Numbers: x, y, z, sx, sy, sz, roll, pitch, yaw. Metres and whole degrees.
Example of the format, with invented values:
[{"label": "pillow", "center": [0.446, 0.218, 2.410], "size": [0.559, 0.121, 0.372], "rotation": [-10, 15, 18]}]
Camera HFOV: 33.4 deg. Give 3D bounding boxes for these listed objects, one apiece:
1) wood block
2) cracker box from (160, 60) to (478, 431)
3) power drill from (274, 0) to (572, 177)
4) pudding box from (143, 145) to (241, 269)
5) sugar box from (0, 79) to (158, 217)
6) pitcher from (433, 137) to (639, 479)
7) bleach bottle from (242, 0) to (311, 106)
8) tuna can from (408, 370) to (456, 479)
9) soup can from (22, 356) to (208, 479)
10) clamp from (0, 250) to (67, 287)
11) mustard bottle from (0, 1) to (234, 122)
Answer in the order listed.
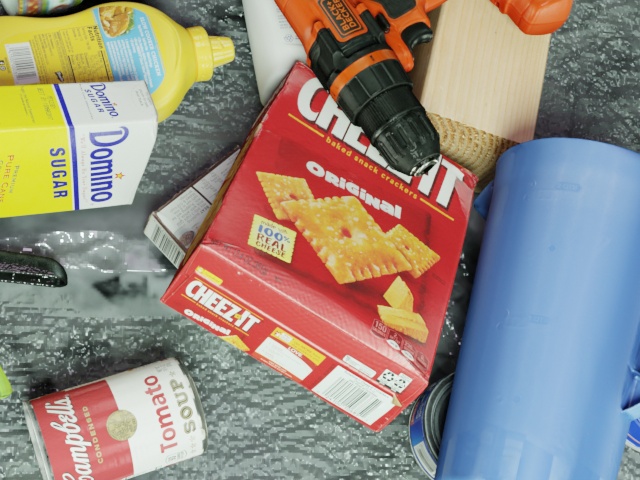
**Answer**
[{"label": "wood block", "center": [0.124, -0.154, 0.841], "size": [0.090, 0.090, 0.206], "rotation": [17, 65, -7]}, {"label": "cracker box", "center": [0.010, -0.005, 0.713], "size": [0.164, 0.072, 0.213], "rotation": [32, 42, -9]}, {"label": "power drill", "center": [0.081, -0.150, 0.746], "size": [0.187, 0.057, 0.184], "rotation": [-26, 74, -19]}, {"label": "pudding box", "center": [-0.055, 0.001, 0.763], "size": [0.113, 0.039, 0.090], "rotation": [47, 63, 4]}, {"label": "sugar box", "center": [-0.200, -0.057, 0.699], "size": [0.175, 0.093, 0.048], "rotation": [-6, 57, -28]}, {"label": "pitcher", "center": [0.163, 0.064, 0.695], "size": [0.145, 0.149, 0.242], "rotation": [20, 70, -7]}, {"label": "bleach bottle", "center": [-0.016, -0.225, 0.851], "size": [0.102, 0.068, 0.251], "rotation": [-2, 67, -17]}, {"label": "tuna can", "center": [0.107, 0.134, 0.752], "size": [0.086, 0.034, 0.086], "rotation": [5, 68, -12]}, {"label": "soup can", "center": [-0.130, 0.120, 0.681], "size": [0.102, 0.069, 0.068], "rotation": [-15, 73, -20]}, {"label": "clamp", "center": [-0.268, 0.029, 0.701], "size": [0.171, 0.039, 0.120], "rotation": [27, 60, 2]}, {"label": "mustard bottle", "center": [-0.156, -0.126, 0.778], "size": [0.191, 0.058, 0.096], "rotation": [-13, 71, -18]}]
